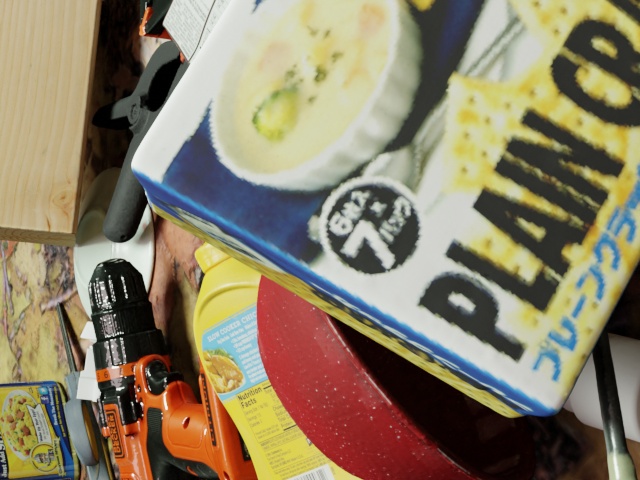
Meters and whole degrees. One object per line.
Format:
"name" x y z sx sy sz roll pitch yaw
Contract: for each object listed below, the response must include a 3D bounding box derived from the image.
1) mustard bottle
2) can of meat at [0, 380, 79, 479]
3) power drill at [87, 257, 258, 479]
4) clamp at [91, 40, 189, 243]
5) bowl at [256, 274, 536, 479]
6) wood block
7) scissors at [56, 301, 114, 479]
"mustard bottle" -0.016 0.065 0.562 0.096 0.058 0.191 -30 85 39
"can of meat" -0.255 0.167 0.890 0.058 0.083 0.102 -41 58 44
"power drill" -0.089 0.091 0.686 0.188 0.057 0.184 -18 85 56
"clamp" -0.119 -0.076 0.762 0.172 0.039 0.120 -36 59 49
"bowl" 0.023 0.053 0.470 0.055 0.161 0.162 -40 56 19
"wood block" -0.222 -0.105 0.817 0.090 0.090 0.206 154 121 -75
"scissors" -0.194 0.112 0.838 0.096 0.016 0.202 86 162 -60
